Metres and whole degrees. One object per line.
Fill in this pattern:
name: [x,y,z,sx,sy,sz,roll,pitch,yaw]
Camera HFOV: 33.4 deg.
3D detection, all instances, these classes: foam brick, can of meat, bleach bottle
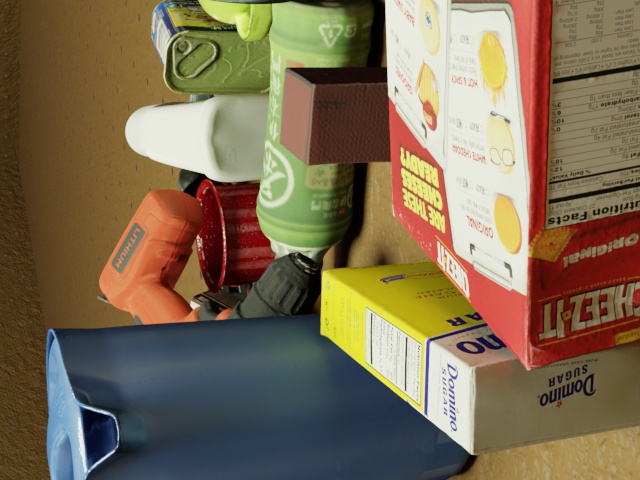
foam brick: [0.020,-0.080,0.673,0.051,0.078,0.053,-135,47,-61]
can of meat: [-0.091,-0.170,0.920,0.084,0.102,0.057,-117,30,-51]
bleach bottle: [-0.112,-0.093,0.933,0.251,0.102,0.068,11,105,57]

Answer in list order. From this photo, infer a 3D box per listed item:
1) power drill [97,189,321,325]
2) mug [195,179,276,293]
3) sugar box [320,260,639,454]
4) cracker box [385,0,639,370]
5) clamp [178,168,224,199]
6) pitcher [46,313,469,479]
power drill: [-0.087,0.044,0.780,0.185,0.057,0.188,-56,44,20]
mug: [-0.056,0.001,0.889,0.117,0.081,0.093,110,149,-48]
sugar box: [0.073,0.049,0.536,0.176,0.093,0.048,-156,63,-66]
cracker box: [0.085,-0.080,0.462,0.164,0.072,0.214,-123,25,-60]
clamp: [-0.095,-0.027,1.022,0.120,0.039,0.171,58,-179,-14]
pitcher: [-0.040,0.107,0.639,0.149,0.242,0.145,-124,35,-54]
